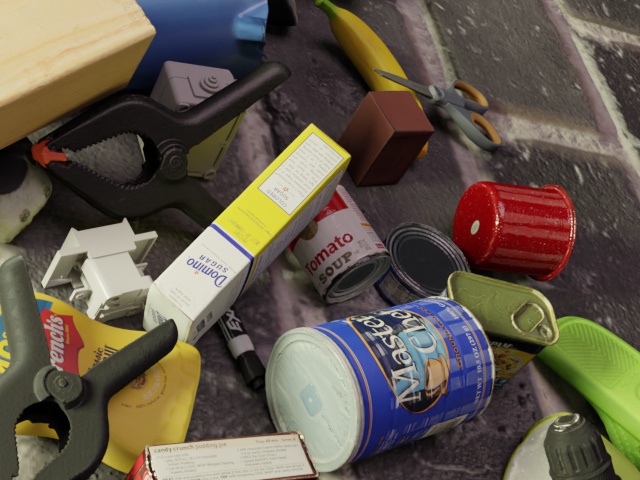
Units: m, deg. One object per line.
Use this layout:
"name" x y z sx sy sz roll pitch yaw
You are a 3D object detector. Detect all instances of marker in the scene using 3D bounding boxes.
"marker" -0.070 0.061 0.815 0.020 0.020 0.121 -7 57 -37

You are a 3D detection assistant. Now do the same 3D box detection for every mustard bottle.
"mustard bottle" -0.178 0.083 0.696 0.191 0.058 0.096 22 49 -15

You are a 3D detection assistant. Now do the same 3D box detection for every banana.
"banana" 0.059 -0.163 1.085 0.069 0.037 0.198 -15 68 -52

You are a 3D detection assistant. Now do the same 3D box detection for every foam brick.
"foam brick" 0.059 -0.096 0.998 0.051 0.078 0.053 -7 56 -35

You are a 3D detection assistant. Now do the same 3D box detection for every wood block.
"wood block" -0.227 -0.116 0.716 0.205 0.091 0.090 -33 89 -30

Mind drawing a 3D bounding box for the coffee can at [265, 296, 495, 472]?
"coffee can" 0.045 0.103 0.789 0.140 0.103 0.103 -10 59 -39

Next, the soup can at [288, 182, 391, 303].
"soup can" 0.005 -0.006 0.889 0.068 0.069 0.102 -15 62 -41

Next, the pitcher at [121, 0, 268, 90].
"pitcher" -0.179 -0.190 0.905 0.242 0.149 0.145 -17 81 -38

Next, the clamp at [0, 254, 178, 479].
"clamp" -0.149 0.092 0.641 0.120 0.039 0.171 14 51 -14

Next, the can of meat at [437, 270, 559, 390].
"can of meat" 0.130 0.079 0.881 0.102 0.084 0.057 13 46 -23

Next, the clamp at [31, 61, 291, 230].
"clamp" -0.112 -0.071 0.816 0.209 0.164 0.036 8 4 -33

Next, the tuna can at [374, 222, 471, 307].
"tuna can" 0.088 0.028 0.937 0.086 0.034 0.086 18 45 -19

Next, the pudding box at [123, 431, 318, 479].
"pudding box" -0.071 0.161 0.671 0.113 0.090 0.039 -1 53 -34

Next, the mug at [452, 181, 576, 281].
"mug" 0.172 -0.015 1.001 0.081 0.093 0.117 6 18 -23

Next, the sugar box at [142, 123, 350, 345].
"sugar box" -0.055 0.001 0.782 0.048 0.093 0.176 42 64 7

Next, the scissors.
"scissors" 0.129 -0.132 1.087 0.201 0.016 0.096 -9 65 -56
